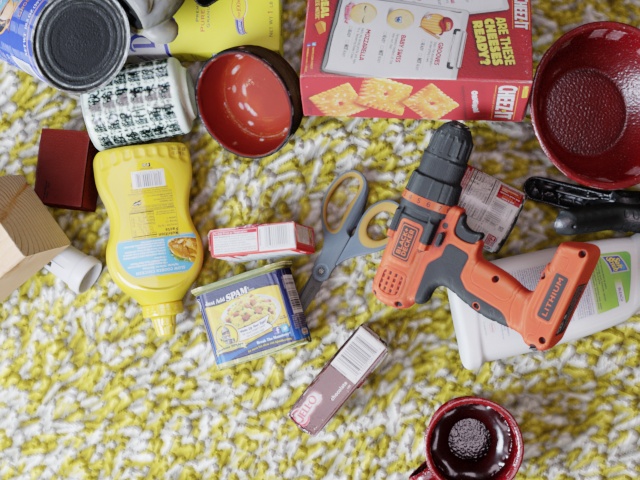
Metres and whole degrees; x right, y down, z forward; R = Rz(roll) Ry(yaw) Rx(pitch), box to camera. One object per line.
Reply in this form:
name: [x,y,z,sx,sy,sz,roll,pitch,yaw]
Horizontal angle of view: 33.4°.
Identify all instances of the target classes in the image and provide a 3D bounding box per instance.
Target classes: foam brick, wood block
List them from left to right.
wood block: [-0.362,0.033,1.047,0.206,0.090,0.090,-37,85,17]
foam brick: [-0.257,-0.072,1.089,0.053,0.051,0.078,7,87,5]

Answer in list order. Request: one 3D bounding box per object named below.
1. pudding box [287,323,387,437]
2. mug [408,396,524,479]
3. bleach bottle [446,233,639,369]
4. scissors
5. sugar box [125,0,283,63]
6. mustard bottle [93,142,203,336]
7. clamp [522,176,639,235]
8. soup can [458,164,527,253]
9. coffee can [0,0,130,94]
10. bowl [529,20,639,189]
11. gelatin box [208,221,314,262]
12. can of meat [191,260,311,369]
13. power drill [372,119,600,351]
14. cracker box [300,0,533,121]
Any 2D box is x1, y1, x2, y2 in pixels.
pudding box: [0.018,0.134,1.040,0.039,0.090,0.113,42,90,3]
mug: [0.136,0.202,1.032,0.117,0.081,0.093,-38,85,1]
bleach bottle: [0.255,0.054,1.042,0.251,0.068,0.102,-11,87,1]
scissors: [0.022,0.030,1.081,0.096,0.016,0.202,16,88,8]
sugar box: [-0.127,-0.232,1.090,0.176,0.048,0.093,-1,86,3]
mustard bottle: [-0.168,0.001,1.073,0.096,0.058,0.191,-8,87,-19]
clamp: [0.283,-0.033,1.038,0.171,0.120,0.039,4,117,-16]
soup can: [0.143,-0.039,1.050,0.102,0.068,0.068,28,89,4]
coffee can: [-0.264,-0.209,1.038,0.140,0.102,0.103,28,89,44]
bowl: [0.271,-0.129,1.041,0.162,0.055,0.162,0,90,-11]
gelatin box: [-0.057,0.001,1.054,0.089,0.073,0.030,-6,84,14]
can of meat: [-0.066,0.075,1.058,0.102,0.057,0.084,-18,84,13]
power drill: [0.153,0.003,0.972,0.188,0.057,0.184,26,105,25]
cracker box: [0.093,-0.199,1.035,0.214,0.072,0.164,3,61,4]
